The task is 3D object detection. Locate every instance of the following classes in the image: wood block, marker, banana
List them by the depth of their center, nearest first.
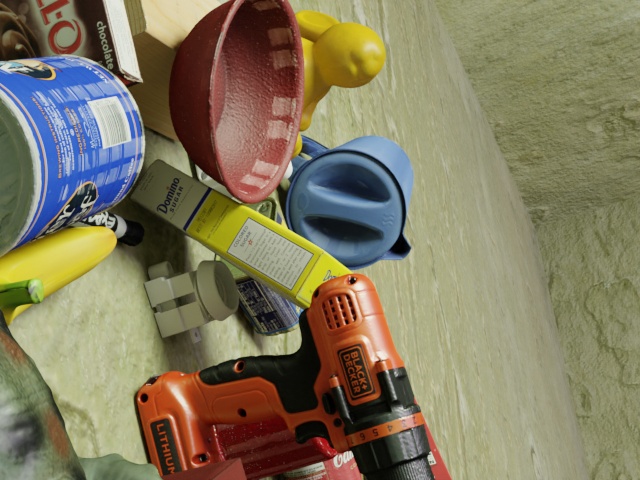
[{"bbox_3d":[-0.165,0.023,0.599,0.198,0.069,0.037,-93,177,-80],"label":"banana"},{"bbox_3d":[-0.158,-0.014,0.743,0.121,0.020,0.020,27,47,-67],"label":"marker"},{"bbox_3d":[-0.133,-0.156,0.849,0.205,0.091,0.090,23,51,-67],"label":"wood block"}]

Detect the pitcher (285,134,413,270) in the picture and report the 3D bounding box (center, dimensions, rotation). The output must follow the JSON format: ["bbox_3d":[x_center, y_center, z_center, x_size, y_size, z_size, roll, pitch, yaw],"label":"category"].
[{"bbox_3d":[0.038,-0.064,1.253,0.242,0.145,0.149,-52,134,-74],"label":"pitcher"}]

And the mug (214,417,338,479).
[{"bbox_3d":[-0.038,0.136,0.850,0.093,0.082,0.117,-89,154,-48],"label":"mug"}]

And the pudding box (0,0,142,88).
[{"bbox_3d":[-0.175,-0.144,0.706,0.039,0.090,0.113,6,67,-72],"label":"pudding box"}]

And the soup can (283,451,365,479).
[{"bbox_3d":[0.007,0.218,0.932,0.068,0.069,0.102,-30,102,-73],"label":"soup can"}]

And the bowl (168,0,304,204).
[{"bbox_3d":[-0.067,-0.110,0.793,0.162,0.055,0.162,8,90,-68],"label":"bowl"}]

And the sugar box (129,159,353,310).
[{"bbox_3d":[-0.055,0.001,0.822,0.176,0.048,0.093,32,-4,30],"label":"sugar box"}]

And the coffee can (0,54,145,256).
[{"bbox_3d":[-0.172,-0.049,0.594,0.140,0.103,0.103,-42,112,-72],"label":"coffee can"}]

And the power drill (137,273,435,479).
[{"bbox_3d":[-0.022,0.134,0.726,0.057,0.188,0.184,21,51,-70],"label":"power drill"}]

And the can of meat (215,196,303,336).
[{"bbox_3d":[-0.051,0.025,0.975,0.102,0.057,0.084,-88,156,-48],"label":"can of meat"}]
